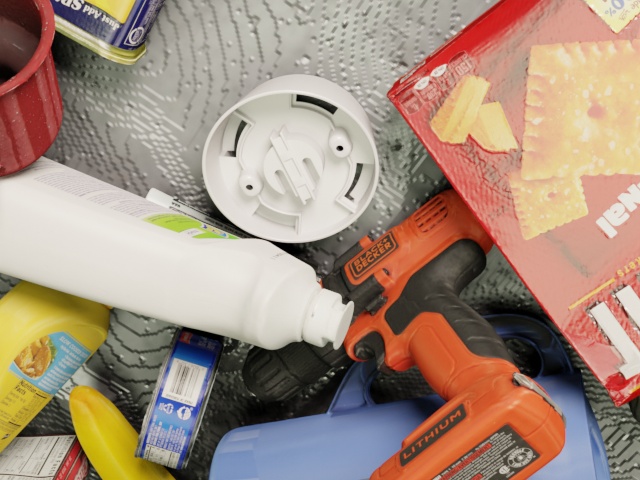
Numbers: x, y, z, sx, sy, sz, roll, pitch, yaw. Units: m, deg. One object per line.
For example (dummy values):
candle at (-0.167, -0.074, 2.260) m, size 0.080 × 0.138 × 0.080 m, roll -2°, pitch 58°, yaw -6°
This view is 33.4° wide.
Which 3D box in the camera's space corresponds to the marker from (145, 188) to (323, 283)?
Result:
marker at (-0.054, 0.001, 0.668) m, size 0.121 × 0.020 × 0.020 m, roll 25°, pitch 114°, yaw -5°

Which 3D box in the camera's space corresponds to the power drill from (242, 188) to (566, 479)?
power drill at (0.040, 0.074, 0.596) m, size 0.184 × 0.188 × 0.057 m, roll -41°, pitch 126°, yaw 13°

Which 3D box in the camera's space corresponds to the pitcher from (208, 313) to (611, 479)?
pitcher at (0.056, 0.149, 0.671) m, size 0.243 × 0.149 × 0.145 m, roll -8°, pitch 128°, yaw 13°

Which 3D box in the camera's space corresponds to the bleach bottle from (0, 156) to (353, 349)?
bleach bottle at (-0.104, 0.008, 0.603) m, size 0.251 × 0.102 × 0.068 m, roll 19°, pitch 103°, yaw 14°

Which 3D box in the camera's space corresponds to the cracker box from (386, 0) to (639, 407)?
cracker box at (0.163, -0.044, 0.569) m, size 0.164 × 0.072 × 0.214 m, roll -36°, pitch 91°, yaw 17°

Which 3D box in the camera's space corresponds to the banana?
banana at (-0.108, 0.175, 0.730) m, size 0.198 × 0.037 × 0.070 m, roll 50°, pitch 143°, yaw -9°

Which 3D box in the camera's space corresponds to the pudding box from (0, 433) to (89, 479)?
pudding box at (-0.224, 0.171, 0.723) m, size 0.113 × 0.090 × 0.039 m, roll -2°, pitch 112°, yaw 8°

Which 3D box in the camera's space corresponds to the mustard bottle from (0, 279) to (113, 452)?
mustard bottle at (-0.189, 0.075, 0.664) m, size 0.058 × 0.096 × 0.191 m, roll 40°, pitch 79°, yaw 20°

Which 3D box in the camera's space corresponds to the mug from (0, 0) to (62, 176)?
mug at (-0.177, -0.075, 0.552) m, size 0.093 × 0.117 × 0.081 m, roll -10°, pitch 153°, yaw -10°

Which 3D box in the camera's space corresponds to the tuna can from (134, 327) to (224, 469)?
tuna can at (-0.089, 0.101, 0.679) m, size 0.033 × 0.086 × 0.086 m, roll 18°, pitch 114°, yaw -3°

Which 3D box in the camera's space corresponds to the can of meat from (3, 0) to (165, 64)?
can of meat at (-0.127, -0.160, 0.586) m, size 0.102 × 0.057 × 0.084 m, roll 29°, pitch 112°, yaw -6°
